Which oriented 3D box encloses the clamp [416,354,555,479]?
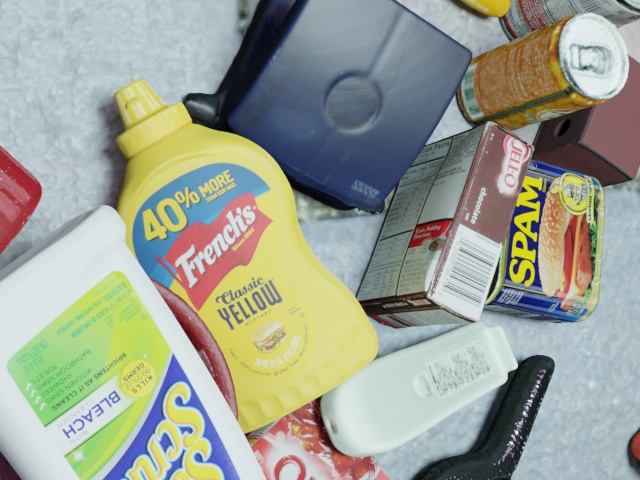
[{"bbox_3d":[0.106,0.148,0.653,0.171,0.039,0.120,-20,82,-25],"label":"clamp"}]

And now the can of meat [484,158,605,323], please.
[{"bbox_3d":[0.130,-0.001,0.674,0.083,0.058,0.102,13,79,-28],"label":"can of meat"}]

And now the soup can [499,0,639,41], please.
[{"bbox_3d":[0.171,-0.164,0.690,0.068,0.102,0.068,4,82,-26],"label":"soup can"}]

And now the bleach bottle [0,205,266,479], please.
[{"bbox_3d":[-0.067,0.113,0.494,0.102,0.068,0.251,-40,104,-25],"label":"bleach bottle"}]

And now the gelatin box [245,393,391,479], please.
[{"bbox_3d":[-0.005,0.137,0.600,0.073,0.030,0.089,-40,101,-28],"label":"gelatin box"}]

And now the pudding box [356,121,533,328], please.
[{"bbox_3d":[0.071,-0.007,0.626,0.039,0.090,0.113,28,72,-19],"label":"pudding box"}]

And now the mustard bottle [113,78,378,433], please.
[{"bbox_3d":[-0.054,0.001,0.573,0.096,0.058,0.191,-30,97,4],"label":"mustard bottle"}]
